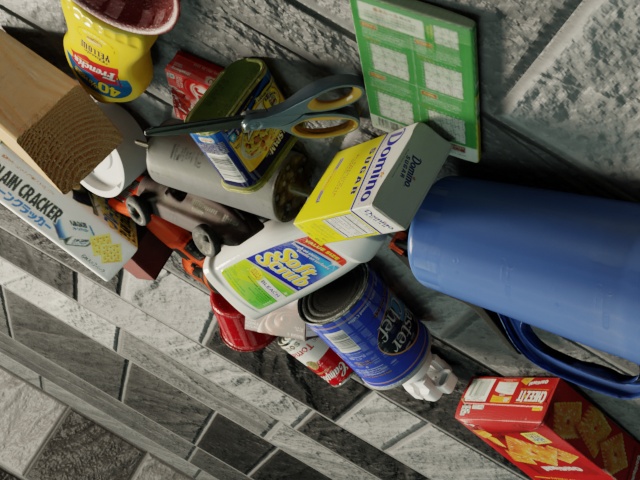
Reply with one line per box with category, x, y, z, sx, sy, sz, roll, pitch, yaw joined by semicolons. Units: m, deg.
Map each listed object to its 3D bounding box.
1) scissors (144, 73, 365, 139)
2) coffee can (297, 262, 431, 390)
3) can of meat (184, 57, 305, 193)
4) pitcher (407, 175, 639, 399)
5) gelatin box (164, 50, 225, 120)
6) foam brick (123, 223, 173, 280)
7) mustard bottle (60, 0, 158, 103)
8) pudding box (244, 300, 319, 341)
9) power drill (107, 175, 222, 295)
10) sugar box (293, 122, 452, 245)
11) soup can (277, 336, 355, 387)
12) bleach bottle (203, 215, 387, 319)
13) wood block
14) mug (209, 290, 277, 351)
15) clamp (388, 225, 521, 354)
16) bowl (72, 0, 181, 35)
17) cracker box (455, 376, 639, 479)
scissors;-0.045;-0.117;0.937;0.201;0.016;0.096;-1;151;-31
coffee can;0.053;0.099;1.277;0.103;0.102;0.140;2;143;48
can of meat;-0.072;-0.110;1.012;0.058;0.102;0.084;13;149;39
pitcher;0.200;0.027;0.926;0.243;0.149;0.144;16;161;37
gelatin box;-0.115;-0.145;1.080;0.073;0.030;0.089;25;156;12
foam brick;-0.238;0.009;1.467;0.053;0.078;0.051;-1;143;50
mustard bottle;-0.212;-0.190;1.070;0.096;0.058;0.192;31;157;1
pudding box;-0.047;0.075;1.365;0.114;0.090;0.039;6;-172;40
power drill;-0.175;-0.001;1.362;0.187;0.057;0.185;46;167;-27
sugar box;0.044;-0.049;0.984;0.048;0.093;0.176;35;162;-15
soup can;0.000;0.147;1.478;0.102;0.068;0.069;39;155;-17
bleach bottle;-0.018;0.004;1.172;0.102;0.068;0.251;47;134;-14
wood block;-0.315;-0.145;1.163;0.206;0.090;0.090;35;166;44
mug;-0.093;0.095;1.462;0.117;0.093;0.081;11;146;21
clamp;0.171;0.046;1.119;0.210;0.036;0.165;34;156;-9
bowl;-0.176;-0.251;0.908;0.162;0.055;0.162;25;156;12
cracker box;0.298;0.254;1.340;0.213;0.072;0.164;40;155;-22
